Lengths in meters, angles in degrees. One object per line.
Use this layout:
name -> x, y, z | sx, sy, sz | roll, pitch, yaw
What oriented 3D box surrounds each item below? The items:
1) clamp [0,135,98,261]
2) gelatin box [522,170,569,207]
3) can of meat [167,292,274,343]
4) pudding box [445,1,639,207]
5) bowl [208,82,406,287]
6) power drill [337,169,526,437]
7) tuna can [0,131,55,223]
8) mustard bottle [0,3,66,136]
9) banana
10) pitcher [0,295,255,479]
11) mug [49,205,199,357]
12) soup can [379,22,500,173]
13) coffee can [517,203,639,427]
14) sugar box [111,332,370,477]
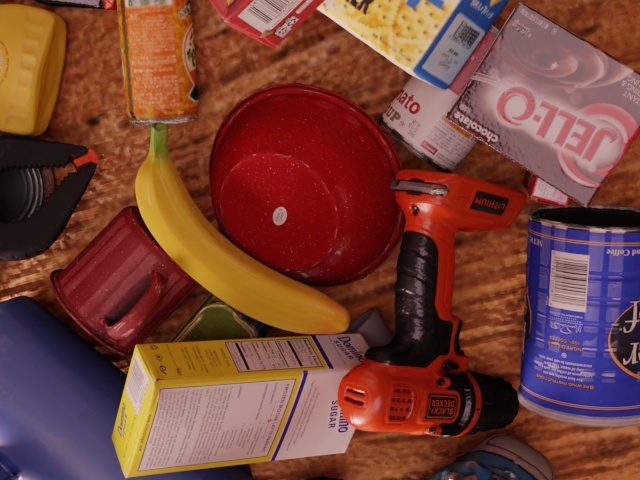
clamp -> -0.257, -0.007, 0.786 | 0.209, 0.036, 0.164 | -21, 94, -12
gelatin box -> 0.171, -0.074, 0.761 | 0.030, 0.073, 0.089 | 15, 102, 3
can of meat -> -0.083, 0.082, 0.816 | 0.057, 0.084, 0.102 | 41, 103, -2
pudding box -> 0.154, -0.089, 0.702 | 0.113, 0.039, 0.090 | 33, 104, 7
bowl -> -0.021, -0.029, 0.776 | 0.162, 0.055, 0.162 | 10, 116, 20
power drill -> 0.097, 0.050, 0.770 | 0.057, 0.184, 0.187 | 8, 88, 43
tuna can -> -0.253, -0.044, 0.837 | 0.086, 0.033, 0.086 | 1, 101, 6
mustard bottle -> -0.295, -0.144, 0.810 | 0.191, 0.058, 0.096 | 13, 97, 5
banana -> -0.067, 0.008, 0.757 | 0.198, 0.037, 0.070 | 44, 132, 1
pitcher -> -0.182, 0.162, 0.806 | 0.243, 0.149, 0.145 | 41, 93, 6
mug -> -0.141, 0.032, 0.800 | 0.081, 0.117, 0.093 | -45, 112, 8
soup can -> 0.099, -0.107, 0.766 | 0.068, 0.068, 0.102 | 38, 103, -2
coffee can -> 0.197, 0.050, 0.767 | 0.103, 0.102, 0.140 | 2, 101, 6
sugar box -> -0.052, 0.115, 0.760 | 0.175, 0.048, 0.093 | -1, 128, -31
